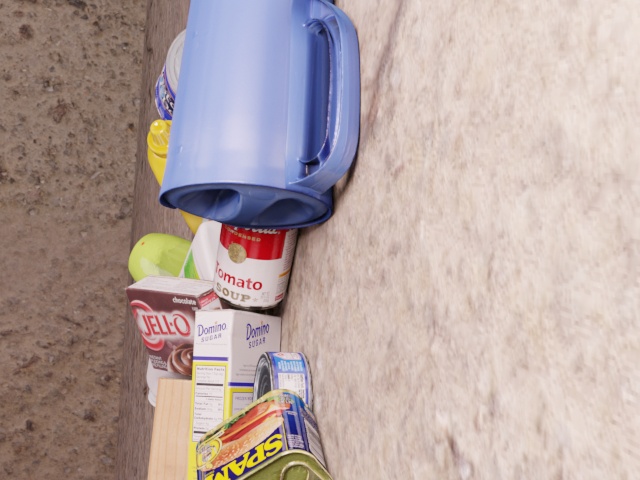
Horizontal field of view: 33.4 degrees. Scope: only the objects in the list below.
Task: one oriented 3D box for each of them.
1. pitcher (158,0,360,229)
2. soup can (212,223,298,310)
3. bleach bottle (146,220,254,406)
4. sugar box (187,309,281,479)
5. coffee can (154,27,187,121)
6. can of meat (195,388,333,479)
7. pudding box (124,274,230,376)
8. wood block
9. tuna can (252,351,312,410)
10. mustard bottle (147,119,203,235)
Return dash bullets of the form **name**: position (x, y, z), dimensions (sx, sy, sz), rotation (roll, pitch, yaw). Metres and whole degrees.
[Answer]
- **pitcher**: position (-0.042, -0.136, 0.835), dimensions (0.145, 0.149, 0.243), rotation (87, -173, -77)
- **soup can**: position (-0.056, 0.001, 0.938), dimensions (0.068, 0.068, 0.102), rotation (-112, 30, -61)
- **bleach bottle**: position (-0.129, 0.098, 1.112), dimensions (0.251, 0.068, 0.102), rotation (-61, 37, 39)
- **sugar box**: position (-0.075, 0.151, 0.939), dimensions (0.093, 0.048, 0.176), rotation (19, -111, -63)
- **coffee can**: position (-0.132, -0.180, 1.222), dimensions (0.140, 0.102, 0.103), rotation (157, 116, -75)
- **can of meat**: position (-0.046, 0.170, 0.802), dimensions (0.057, 0.102, 0.084), rotation (53, -170, -27)
- **pudding box**: position (-0.128, 0.082, 1.015), dimensions (0.114, 0.039, 0.090), rotation (1, 116, 42)
- **wood block**: position (-0.117, 0.240, 1.022), dimensions (0.091, 0.090, 0.206), rotation (88, -174, -79)
- **tuna can**: position (-0.033, 0.135, 0.884), dimensions (0.086, 0.033, 0.086), rotation (-177, 90, -76)
- **mustard bottle**: position (-0.149, -0.080, 1.199), dimensions (0.191, 0.058, 0.096), rotation (63, -153, -63)
